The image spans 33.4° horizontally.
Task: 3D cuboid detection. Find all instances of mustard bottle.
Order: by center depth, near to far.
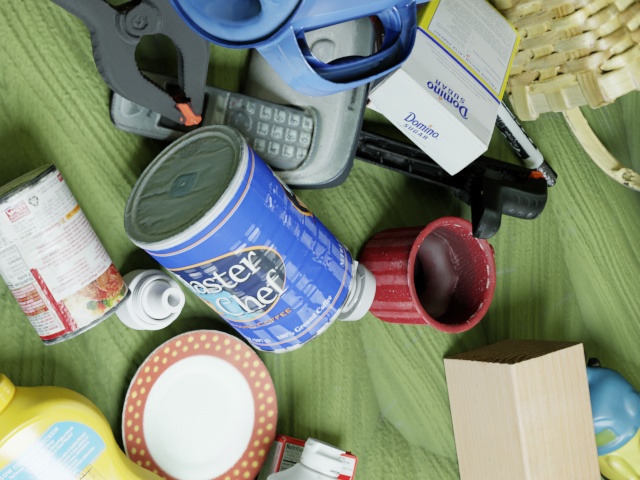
[{"bbox_3d":[-0.175,0.154,0.707,0.096,0.058,0.191,-41,111,-7],"label":"mustard bottle"}]

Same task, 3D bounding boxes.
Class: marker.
[{"bbox_3d":[0.184,-0.095,0.992,0.121,0.020,0.020,49,63,-23],"label":"marker"}]

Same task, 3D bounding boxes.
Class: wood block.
[{"bbox_3d":[0.182,0.197,0.933,0.090,0.091,0.206,-11,93,-35],"label":"wood block"}]

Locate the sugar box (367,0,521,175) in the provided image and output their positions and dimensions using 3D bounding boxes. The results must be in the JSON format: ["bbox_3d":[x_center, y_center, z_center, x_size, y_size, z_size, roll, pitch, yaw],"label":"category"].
[{"bbox_3d":[0.101,-0.138,0.843,0.093,0.048,0.176,40,43,-13],"label":"sugar box"}]

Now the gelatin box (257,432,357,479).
[{"bbox_3d":[-0.016,0.202,0.834,0.073,0.030,0.089,20,77,-31],"label":"gelatin box"}]

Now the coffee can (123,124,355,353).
[{"bbox_3d":[-0.055,0.001,0.756,0.140,0.103,0.102,46,63,-37],"label":"coffee can"}]

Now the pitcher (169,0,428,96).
[{"bbox_3d":[0.017,-0.199,0.724,0.242,0.145,0.149,-22,135,-49],"label":"pitcher"}]

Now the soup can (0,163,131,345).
[{"bbox_3d":[-0.180,0.009,0.708,0.068,0.069,0.102,-37,108,-30],"label":"soup can"}]

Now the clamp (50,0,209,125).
[{"bbox_3d":[-0.135,-0.150,0.713,0.120,0.039,0.171,-19,112,-2],"label":"clamp"}]

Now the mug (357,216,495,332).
[{"bbox_3d":[0.092,0.025,0.885,0.117,0.082,0.093,-24,101,-33],"label":"mug"}]

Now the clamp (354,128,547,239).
[{"bbox_3d":[0.123,-0.053,0.906,0.209,0.165,0.036,-7,125,-54],"label":"clamp"}]
